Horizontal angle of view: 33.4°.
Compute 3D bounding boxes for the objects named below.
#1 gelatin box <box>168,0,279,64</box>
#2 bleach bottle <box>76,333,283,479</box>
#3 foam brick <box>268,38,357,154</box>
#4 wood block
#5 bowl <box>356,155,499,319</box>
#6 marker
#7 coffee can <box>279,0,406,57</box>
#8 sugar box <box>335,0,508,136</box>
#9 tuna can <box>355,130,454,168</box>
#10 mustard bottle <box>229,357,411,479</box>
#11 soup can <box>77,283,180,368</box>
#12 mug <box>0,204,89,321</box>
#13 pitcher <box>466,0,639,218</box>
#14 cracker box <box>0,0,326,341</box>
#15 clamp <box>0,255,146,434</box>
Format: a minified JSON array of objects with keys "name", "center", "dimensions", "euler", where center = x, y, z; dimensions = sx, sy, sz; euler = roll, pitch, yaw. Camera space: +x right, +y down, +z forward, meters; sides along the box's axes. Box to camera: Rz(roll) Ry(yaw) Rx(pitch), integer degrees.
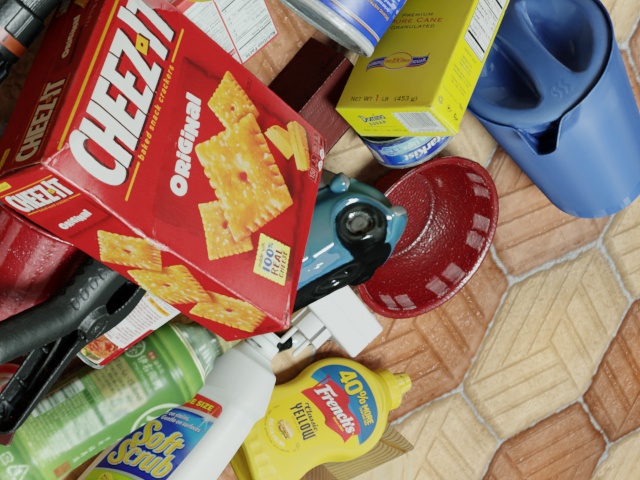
[{"name":"gelatin box","center":[-0.076,-0.160,0.765],"dimensions":[0.073,0.030,0.089],"euler":[-44,147,-13]},{"name":"bleach bottle","center":[-0.125,0.173,0.909],"dimensions":[0.250,0.103,0.068],"euler":[-52,142,-8]},{"name":"foam brick","center":[-0.004,-0.110,0.846],"dimensions":[0.078,0.053,0.051],"euler":[-49,134,-1]},{"name":"wood block","center":[0.031,0.279,1.080],"dimensions":[0.090,0.091,0.206],"euler":[-18,125,-28]},{"name":"bowl","center":[0.083,-0.011,0.968],"dimensions":[0.161,0.055,0.162],"euler":[-18,125,-27]},{"name":"marker","center":[-0.002,0.086,0.989],"dimensions":[0.120,0.020,0.020],"euler":[-11,122,-31]},{"name":"coffee can","center":[0.033,-0.220,0.773],"dimensions":[0.102,0.103,0.140],"euler":[31,96,-43]},{"name":"sugar box","center":[0.086,-0.163,0.812],"dimensions":[0.048,0.094,0.176],"euler":[38,66,-44]},{"name":"tuna can","center":[0.071,-0.104,0.883],"dimensions":[0.086,0.086,0.033],"euler":[-46,132,-4]},{"name":"mustard bottle","center":[0.004,0.162,0.992],"dimensions":[0.191,0.096,0.058],"euler":[-18,165,-29]},{"name":"soup can","center":[-0.144,0.041,0.807],"dimensions":[0.102,0.068,0.068],"euler":[-35,133,5]},{"name":"mug","center":[-0.219,0.005,0.743],"dimensions":[0.117,0.093,0.081],"euler":[30,103,-12]},{"name":"pitcher","center":[0.216,-0.120,0.944],"dimensions":[0.149,0.145,0.242],"euler":[-53,146,-1]},{"name":"cracker box","center":[-0.095,-0.053,0.713],"dimensions":[0.213,0.072,0.164],"euler":[38,51,-37]},{"name":"clamp","center":[-0.166,0.048,0.710],"dimensions":[0.171,0.039,0.120],"euler":[-50,171,-22]}]
